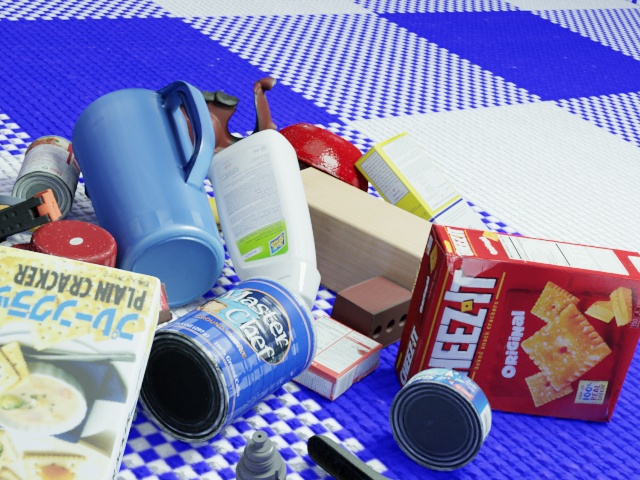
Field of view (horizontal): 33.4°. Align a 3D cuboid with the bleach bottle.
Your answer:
[{"bbox_3d":[-0.057,0.001,1.090,0.068,0.103,0.251,45,24,-43],"label":"bleach bottle"}]

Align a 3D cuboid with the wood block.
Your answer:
[{"bbox_3d":[0.039,0.004,1.198,0.206,0.090,0.090,26,29,27],"label":"wood block"}]

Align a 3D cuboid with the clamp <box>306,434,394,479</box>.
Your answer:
[{"bbox_3d":[0.049,0.217,0.840,0.171,0.039,0.120,20,29,14],"label":"clamp"}]

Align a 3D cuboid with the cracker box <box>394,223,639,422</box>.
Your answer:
[{"bbox_3d":[0.195,0.083,1.026,0.213,0.164,0.072,8,25,-10],"label":"cracker box"}]

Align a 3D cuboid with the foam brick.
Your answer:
[{"bbox_3d":[0.053,0.077,1.101,0.051,0.053,0.078,30,32,32],"label":"foam brick"}]

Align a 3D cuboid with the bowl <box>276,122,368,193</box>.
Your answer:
[{"bbox_3d":[0.000,-0.103,1.339,0.162,0.055,0.162,24,-6,3],"label":"bowl"}]

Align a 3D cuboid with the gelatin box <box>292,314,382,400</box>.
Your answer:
[{"bbox_3d":[0.007,0.113,1.037,0.073,0.030,0.089,24,29,26],"label":"gelatin box"}]

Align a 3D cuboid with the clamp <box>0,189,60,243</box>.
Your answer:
[{"bbox_3d":[-0.320,-0.013,1.032,0.210,0.036,0.164,-17,9,29],"label":"clamp"}]

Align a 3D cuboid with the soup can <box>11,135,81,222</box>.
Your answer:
[{"bbox_3d":[-0.310,-0.069,1.214,0.068,0.068,0.102,7,27,-10],"label":"soup can"}]

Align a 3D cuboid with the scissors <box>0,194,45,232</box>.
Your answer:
[{"bbox_3d":[-0.352,-0.031,1.165,0.202,0.016,0.096,6,-22,41],"label":"scissors"}]

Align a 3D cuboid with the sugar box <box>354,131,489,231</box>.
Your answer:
[{"bbox_3d":[0.128,-0.047,1.300,0.176,0.048,0.093,53,35,5],"label":"sugar box"}]

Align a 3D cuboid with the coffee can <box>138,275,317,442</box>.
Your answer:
[{"bbox_3d":[-0.082,0.101,0.939,0.103,0.103,0.140,25,29,24],"label":"coffee can"}]

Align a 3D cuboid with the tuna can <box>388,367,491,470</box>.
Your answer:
[{"bbox_3d":[0.105,0.155,0.932,0.086,0.086,0.033,22,27,18],"label":"tuna can"}]

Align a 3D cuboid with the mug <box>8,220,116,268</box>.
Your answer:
[{"bbox_3d":[-0.252,0.031,1.026,0.117,0.081,0.093,9,27,-8],"label":"mug"}]

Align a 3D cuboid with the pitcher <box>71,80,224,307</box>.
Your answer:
[{"bbox_3d":[-0.174,-0.052,1.131,0.145,0.149,0.243,-12,43,-14],"label":"pitcher"}]
